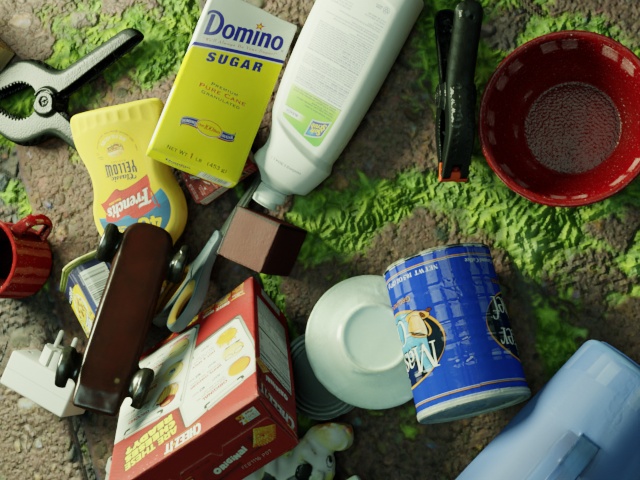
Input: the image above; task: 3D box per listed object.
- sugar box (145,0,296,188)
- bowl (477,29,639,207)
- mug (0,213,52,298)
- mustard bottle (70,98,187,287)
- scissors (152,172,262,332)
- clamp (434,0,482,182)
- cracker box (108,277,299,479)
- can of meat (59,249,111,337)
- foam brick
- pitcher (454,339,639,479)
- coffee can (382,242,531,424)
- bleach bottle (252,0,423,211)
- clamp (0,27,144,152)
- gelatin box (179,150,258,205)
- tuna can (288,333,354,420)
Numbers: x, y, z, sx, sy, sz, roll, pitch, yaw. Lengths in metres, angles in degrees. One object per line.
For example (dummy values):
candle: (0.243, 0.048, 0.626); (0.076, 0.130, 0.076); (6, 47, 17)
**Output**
sugar box: (-0.097, -0.149, 1.053); (0.093, 0.048, 0.176); (22, 81, -13)
bowl: (0.229, -0.108, 0.979); (0.162, 0.055, 0.162); (-1, 86, 17)
mug: (-0.332, 0.013, 1.133); (0.117, 0.081, 0.093); (-43, 75, 10)
mustard bottle: (-0.187, -0.043, 1.090); (0.096, 0.058, 0.191); (-10, 100, 12)
scissors: (-0.105, 0.014, 1.069); (0.016, 0.096, 0.202); (35, 101, -25)
clamp: (0.127, -0.141, 0.987); (0.039, 0.120, 0.171); (-3, 89, 1)
cracker box: (-0.106, 0.148, 0.989); (0.164, 0.213, 0.072); (-35, 114, 11)
can of meat: (-0.220, 0.064, 1.086); (0.057, 0.102, 0.084); (-25, 80, -23)
foam brick: (-0.057, 0.001, 1.050); (0.053, 0.078, 0.051); (23, 93, 20)
pitcher: (0.198, 0.206, 0.911); (0.145, 0.149, 0.243); (40, 90, -29)
coffee can: (0.122, 0.085, 0.964); (0.103, 0.102, 0.140); (-18, 72, 15)
bleach bottle: (-0.001, -0.148, 1.052); (0.103, 0.068, 0.251); (32, 98, 17)
clamp: (-0.286, -0.138, 1.154); (0.210, 0.036, 0.164); (-3, 87, 16)
gelatin box: (-0.115, -0.093, 1.100); (0.073, 0.030, 0.089); (-33, 77, 12)
tuna can: (0.004, 0.131, 1.044); (0.086, 0.033, 0.086); (-1, 86, 17)
